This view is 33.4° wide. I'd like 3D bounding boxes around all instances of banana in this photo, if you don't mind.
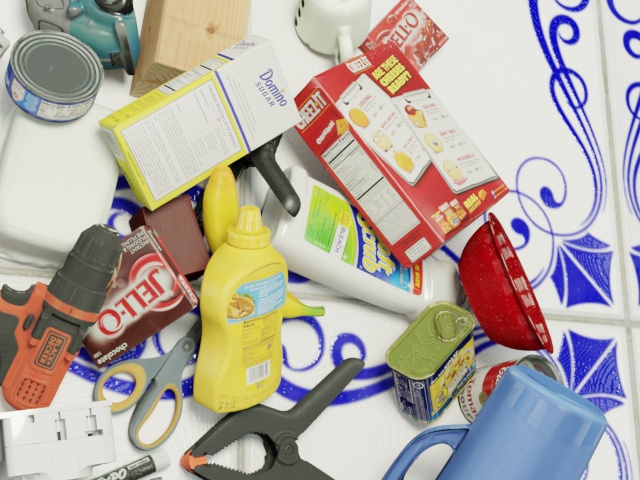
[{"bbox_3d":[-0.071,0.013,1.050,0.070,0.037,0.197,-29,120,8],"label":"banana"}]

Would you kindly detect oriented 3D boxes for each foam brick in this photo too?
[{"bbox_3d":[-0.147,0.003,1.044,0.052,0.051,0.078,-15,83,-27],"label":"foam brick"}]

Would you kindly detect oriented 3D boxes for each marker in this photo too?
[{"bbox_3d":[-0.195,0.222,0.978,0.120,0.020,0.020,-19,85,-29],"label":"marker"}]

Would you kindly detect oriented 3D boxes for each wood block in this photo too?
[{"bbox_3d":[-0.127,-0.246,1.102,0.090,0.090,0.206,15,70,-22],"label":"wood block"}]

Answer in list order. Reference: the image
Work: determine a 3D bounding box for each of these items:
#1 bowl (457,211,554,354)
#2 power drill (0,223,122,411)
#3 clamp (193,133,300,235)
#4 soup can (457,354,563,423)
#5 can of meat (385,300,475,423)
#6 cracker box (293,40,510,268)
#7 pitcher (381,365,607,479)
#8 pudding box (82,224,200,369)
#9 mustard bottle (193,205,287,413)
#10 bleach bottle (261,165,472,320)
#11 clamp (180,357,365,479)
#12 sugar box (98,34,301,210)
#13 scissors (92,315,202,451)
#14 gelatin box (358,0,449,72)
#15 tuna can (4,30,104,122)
[{"bbox_3d":[0.188,0.054,1.121,0.055,0.162,0.162,-24,86,15],"label":"bowl"},{"bbox_3d":[-0.286,0.041,0.931,0.187,0.057,0.184,25,94,-13],"label":"power drill"},{"bbox_3d":[-0.067,-0.086,1.083,0.120,0.039,0.171,0,69,20],"label":"clamp"},{"bbox_3d":[0.201,0.162,1.136,0.068,0.102,0.068,7,73,-24],"label":"soup can"},{"bbox_3d":[0.118,0.128,1.110,0.058,0.084,0.102,26,56,33],"label":"can of meat"},{"bbox_3d":[0.083,-0.093,1.134,0.214,0.072,0.163,52,41,4],"label":"cracker box"},{"bbox_3d":[0.162,0.242,1.027,0.149,0.145,0.243,25,96,-36],"label":"pitcher"},{"bbox_3d":[-0.181,0.052,0.991,0.113,0.039,0.090,-33,91,9],"label":"pudding box"},{"bbox_3d":[-0.072,0.060,1.003,0.096,0.058,0.192,-16,119,-46],"label":"mustard bottle"},{"bbox_3d":[0.058,0.015,1.133,0.250,0.068,0.102,23,62,-22],"label":"bleach bottle"},{"bbox_3d":[-0.031,0.214,1.049,0.209,0.036,0.164,-10,83,-27],"label":"clamp"},{"bbox_3d":[-0.112,-0.114,1.016,0.176,0.048,0.093,-33,122,-20],"label":"sugar box"},{"bbox_3d":[-0.151,0.103,1.034,0.096,0.016,0.201,26,65,-16],"label":"scissors"},{"bbox_3d":[0.097,-0.230,1.237,0.073,0.030,0.089,45,62,-8],"label":"gelatin box"},{"bbox_3d":[-0.246,-0.151,0.984,0.086,0.034,0.086,15,52,-19],"label":"tuna can"}]
